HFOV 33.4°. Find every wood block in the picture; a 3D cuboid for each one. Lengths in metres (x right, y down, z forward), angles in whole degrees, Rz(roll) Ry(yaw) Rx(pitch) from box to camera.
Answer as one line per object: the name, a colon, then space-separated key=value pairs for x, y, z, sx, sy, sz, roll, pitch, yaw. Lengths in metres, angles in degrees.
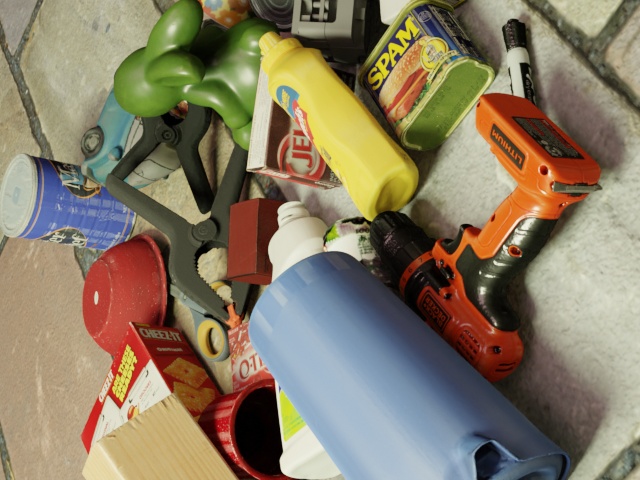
wood block: x=-0.114 y=0.253 z=0.953 sx=0.206 sy=0.090 sz=0.090 roll=51 pitch=147 yaw=13

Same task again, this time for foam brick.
foam brick: x=-0.057 y=0.001 z=1.055 sx=0.051 sy=0.052 sz=0.078 roll=-11 pitch=73 yaw=51

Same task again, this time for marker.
marker: x=0.157 y=-0.118 z=0.832 sx=0.020 sy=0.020 sz=0.121 roll=-25 pitch=63 yaw=47

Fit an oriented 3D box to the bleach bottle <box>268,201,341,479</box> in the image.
bleach bottle: x=-0.009 y=0.080 z=0.968 sx=0.103 sy=0.068 sz=0.251 roll=-41 pitch=49 yaw=39

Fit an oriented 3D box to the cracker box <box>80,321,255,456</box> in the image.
cracker box: x=-0.168 y=0.214 z=1.134 sx=0.214 sy=0.072 sz=0.164 roll=48 pitch=119 yaw=47

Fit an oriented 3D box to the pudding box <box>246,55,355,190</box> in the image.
pudding box: x=-0.018 y=-0.111 z=1.000 sx=0.039 sy=0.089 sz=0.113 roll=-5 pitch=77 yaw=53

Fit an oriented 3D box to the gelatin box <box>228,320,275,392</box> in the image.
gelatin box: x=-0.054 y=0.111 z=1.043 sx=0.089 sy=0.030 sz=0.073 roll=-30 pitch=59 yaw=45

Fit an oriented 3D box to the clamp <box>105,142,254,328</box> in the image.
clamp: x=-0.130 y=-0.007 z=1.105 sx=0.036 sy=0.164 sz=0.210 roll=77 pitch=179 yaw=-72

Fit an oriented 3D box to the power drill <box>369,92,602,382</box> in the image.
power drill: x=0.118 y=-0.015 z=0.813 sx=0.185 sy=0.057 sz=0.188 roll=51 pitch=132 yaw=38

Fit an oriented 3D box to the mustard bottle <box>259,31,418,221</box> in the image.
mustard bottle: x=0.007 y=-0.109 z=0.921 sx=0.058 sy=0.096 sz=0.192 roll=-35 pitch=71 yaw=-5

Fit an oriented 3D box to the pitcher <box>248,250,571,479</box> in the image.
pitcher: x=0.054 y=0.127 z=0.787 sx=0.243 sy=0.144 sz=0.149 roll=47 pitch=116 yaw=33

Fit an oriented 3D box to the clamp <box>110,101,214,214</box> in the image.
clamp: x=-0.153 y=-0.110 z=1.161 sx=0.039 sy=0.120 sz=0.172 roll=-77 pitch=10 yaw=-64

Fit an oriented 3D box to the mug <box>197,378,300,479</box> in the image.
mug: x=-0.058 y=0.190 z=0.995 sx=0.082 sy=0.093 sz=0.117 roll=-22 pitch=101 yaw=53

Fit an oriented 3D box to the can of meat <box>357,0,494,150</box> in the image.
can of meat: x=0.088 y=-0.138 z=0.897 sx=0.102 sy=0.057 sz=0.084 roll=-53 pitch=47 yaw=31

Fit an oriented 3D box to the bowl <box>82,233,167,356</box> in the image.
bowl: x=-0.239 y=0.070 z=1.260 sx=0.162 sy=0.055 sz=0.162 roll=-12 pitch=75 yaw=56

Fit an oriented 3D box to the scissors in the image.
scissors: x=-0.143 y=0.082 z=1.178 sx=0.202 sy=0.016 sz=0.096 roll=-3 pitch=79 yaw=52

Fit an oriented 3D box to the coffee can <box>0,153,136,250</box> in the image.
coffee can: x=-0.313 y=-0.045 z=1.326 sx=0.103 sy=0.140 sz=0.103 roll=-17 pitch=69 yaw=50

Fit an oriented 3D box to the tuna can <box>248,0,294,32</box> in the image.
tuna can: x=-0.035 y=-0.253 z=1.066 sx=0.086 sy=0.033 sz=0.086 roll=27 pitch=134 yaw=31
